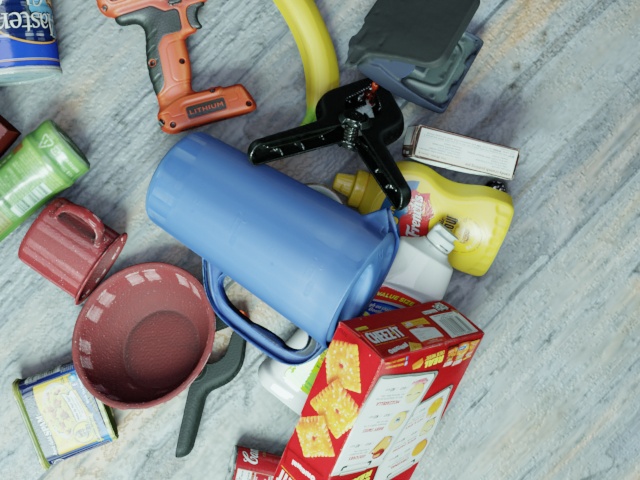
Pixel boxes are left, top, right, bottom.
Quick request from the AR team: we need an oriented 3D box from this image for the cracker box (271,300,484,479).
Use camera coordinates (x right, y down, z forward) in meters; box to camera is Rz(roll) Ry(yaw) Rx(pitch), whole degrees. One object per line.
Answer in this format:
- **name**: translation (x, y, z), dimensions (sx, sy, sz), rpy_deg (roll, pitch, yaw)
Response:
- **cracker box**: translation (0.056, 0.170, 1.086), dimensions (0.072, 0.163, 0.214), rpy_deg (41, 122, 32)

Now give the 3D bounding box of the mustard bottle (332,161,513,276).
- **mustard bottle**: translation (0.105, -0.034, 1.158), dimensions (0.191, 0.058, 0.096), rpy_deg (19, 119, -3)

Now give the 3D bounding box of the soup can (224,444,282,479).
- **soup can**: translation (-0.052, 0.268, 1.165), dimensions (0.102, 0.068, 0.068), rpy_deg (14, 92, -5)

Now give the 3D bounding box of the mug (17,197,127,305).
- **mug**: translation (-0.259, 0.002, 1.118), dimensions (0.081, 0.117, 0.093), rpy_deg (34, 53, 0)

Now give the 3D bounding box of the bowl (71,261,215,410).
- **bowl**: translation (-0.179, 0.107, 1.131), dimensions (0.162, 0.055, 0.162), rpy_deg (-6, 66, 14)

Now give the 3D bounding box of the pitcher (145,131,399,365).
- **pitcher**: translation (-0.057, 0.001, 1.071), dimensions (0.243, 0.145, 0.149), rpy_deg (31, 57, 15)

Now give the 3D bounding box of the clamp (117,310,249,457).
- **clamp**: translation (-0.135, 0.150, 1.166), dimensions (0.171, 0.039, 0.120), rpy_deg (-38, 91, 1)

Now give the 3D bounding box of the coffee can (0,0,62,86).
- **coffee can**: translation (-0.328, -0.235, 1.101), dimensions (0.102, 0.103, 0.140), rpy_deg (-8, 94, -3)

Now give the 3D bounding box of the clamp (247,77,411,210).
- **clamp**: translation (0.022, -0.113, 1.092), dimensions (0.164, 0.210, 0.036), rpy_deg (14, 128, 1)

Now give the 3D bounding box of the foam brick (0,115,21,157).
- **foam brick**: translation (-0.356, -0.112, 1.119), dimensions (0.053, 0.078, 0.051), rpy_deg (42, 88, -5)

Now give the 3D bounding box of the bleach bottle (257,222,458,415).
- **bleach bottle**: translation (0.048, 0.079, 1.139), dimensions (0.102, 0.068, 0.251), rpy_deg (38, 101, -8)

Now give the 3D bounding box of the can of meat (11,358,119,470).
- **can of meat**: translation (-0.273, 0.183, 1.152), dimensions (0.084, 0.057, 0.102), rpy_deg (-20, 95, -5)

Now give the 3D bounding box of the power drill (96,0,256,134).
- **power drill**: translation (-0.131, -0.219, 1.140), dimensions (0.184, 0.057, 0.187), rpy_deg (-18, 92, -2)

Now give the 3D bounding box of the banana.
- **banana**: translation (-0.020, -0.220, 1.141), dimensions (0.037, 0.069, 0.198), rpy_deg (-11, 103, 38)

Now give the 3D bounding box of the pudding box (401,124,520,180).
- **pudding box**: translation (0.149, -0.095, 1.146), dimensions (0.113, 0.090, 0.039), rpy_deg (12, 93, -4)
